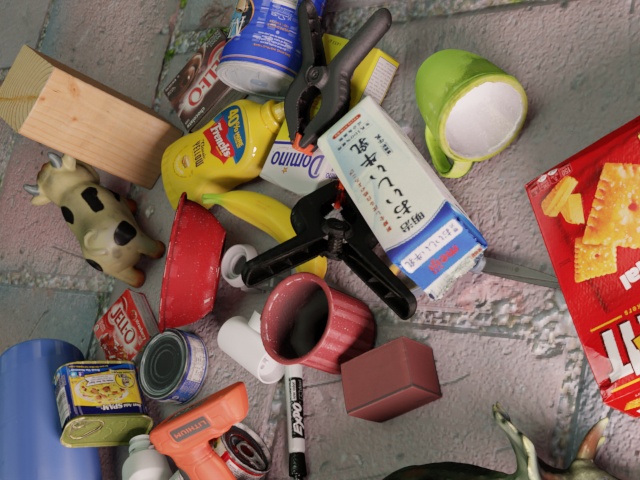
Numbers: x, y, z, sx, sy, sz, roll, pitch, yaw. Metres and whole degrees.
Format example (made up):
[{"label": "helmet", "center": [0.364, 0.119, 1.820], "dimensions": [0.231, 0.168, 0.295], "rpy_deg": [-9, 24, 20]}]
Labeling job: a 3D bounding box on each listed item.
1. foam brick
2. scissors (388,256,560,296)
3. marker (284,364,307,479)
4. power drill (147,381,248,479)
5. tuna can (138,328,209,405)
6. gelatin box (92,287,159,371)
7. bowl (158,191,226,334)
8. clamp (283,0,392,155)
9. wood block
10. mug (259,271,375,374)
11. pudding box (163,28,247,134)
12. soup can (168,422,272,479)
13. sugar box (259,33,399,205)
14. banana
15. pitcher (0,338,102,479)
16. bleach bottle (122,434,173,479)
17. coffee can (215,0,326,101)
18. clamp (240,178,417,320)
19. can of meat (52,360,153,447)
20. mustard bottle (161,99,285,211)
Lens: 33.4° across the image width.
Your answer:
[{"label": "foam brick", "center": [0.066, 0.132, 1.004], "dimensions": [0.078, 0.052, 0.051], "rpy_deg": [-28, 56, 29]}, {"label": "scissors", "center": [0.132, 0.035, 1.008], "dimensions": [0.202, 0.016, 0.096], "rpy_deg": [36, 96, 45]}, {"label": "marker", "center": [-0.026, 0.185, 1.087], "dimensions": [0.020, 0.020, 0.121], "rpy_deg": [-21, 60, 34]}, {"label": "power drill", "center": [-0.066, 0.234, 1.020], "dimensions": [0.185, 0.057, 0.187], "rpy_deg": [-27, 90, 21]}, {"label": "tuna can", "center": [-0.169, 0.144, 1.222], "dimensions": [0.086, 0.033, 0.086], "rpy_deg": [-17, 62, 36]}, {"label": "gelatin box", "center": [-0.234, 0.114, 1.294], "dimensions": [0.073, 0.030, 0.089], "rpy_deg": [-47, 49, 17]}, {"label": "bowl", "center": [-0.140, 0.029, 1.195], "dimensions": [0.162, 0.055, 0.162], "rpy_deg": [-172, 92, -88]}, {"label": "clamp", "center": [-0.002, -0.179, 1.134], "dimensions": [0.120, 0.039, 0.171], "rpy_deg": [29, 95, 43]}, {"label": "wood block", "center": [-0.286, -0.149, 1.326], "dimensions": [0.091, 0.205, 0.090], "rpy_deg": [38, 99, 43]}, {"label": "mug", "center": [-0.008, 0.086, 1.068], "dimensions": [0.117, 0.081, 0.093], "rpy_deg": [0, 73, 41]}, {"label": "pudding box", "center": [-0.135, -0.194, 1.324], "dimensions": [0.114, 0.039, 0.090], "rpy_deg": [-48, 49, 17]}, {"label": "soup can", "center": [-0.108, 0.244, 1.103], "dimensions": [0.102, 0.068, 0.068], "rpy_deg": [-47, 48, 18]}, {"label": "sugar box", "center": [0.008, -0.132, 1.168], "dimensions": [0.093, 0.048, 0.176], "rpy_deg": [26, 90, 44]}, {"label": "banana", "center": [-0.046, -0.008, 1.156], "dimensions": [0.198, 0.069, 0.037], "rpy_deg": [34, 140, 38]}, {"label": "pitcher", "center": [-0.334, 0.246, 1.263], "dimensions": [0.145, 0.149, 0.243], "rpy_deg": [113, 150, -48]}, {"label": "bleach bottle", "center": [-0.177, 0.325, 1.129], "dimensions": [0.103, 0.068, 0.251], "rpy_deg": [112, 152, -44]}, {"label": "coffee can", "center": [-0.053, -0.244, 1.228], "dimensions": [0.103, 0.102, 0.140], "rpy_deg": [5, 76, 43]}, {"label": "clamp", "center": [0.023, 0.004, 1.052], "dimensions": [0.209, 0.164, 0.036], "rpy_deg": [-69, -5, -58]}, {"label": "can of meat", "center": [-0.251, 0.185, 1.221], "dimensions": [0.058, 0.101, 0.084], "rpy_deg": [-61, 38, 38]}, {"label": "mustard bottle", "center": [-0.102, -0.109, 1.248], "dimensions": [0.192, 0.058, 0.096], "rpy_deg": [-30, 55, 29]}]
